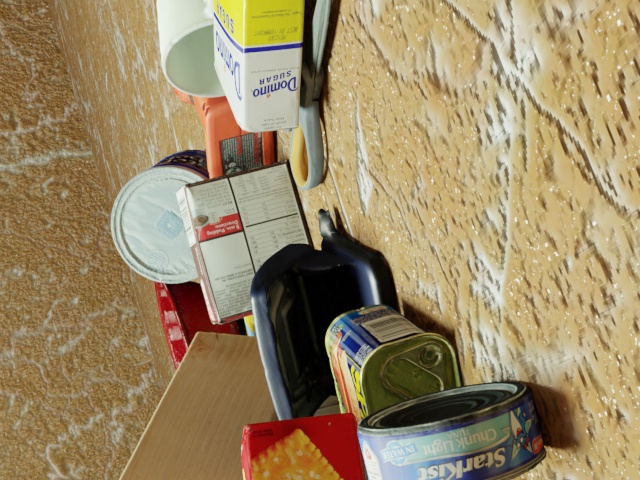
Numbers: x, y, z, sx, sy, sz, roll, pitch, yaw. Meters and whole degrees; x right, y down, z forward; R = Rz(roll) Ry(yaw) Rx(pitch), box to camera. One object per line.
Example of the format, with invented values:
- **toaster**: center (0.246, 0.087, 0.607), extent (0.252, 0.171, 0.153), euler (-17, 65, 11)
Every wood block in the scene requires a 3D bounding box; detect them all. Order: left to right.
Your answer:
- **wood block**: center (-0.075, 0.161, 0.790), extent (0.206, 0.091, 0.090), euler (-69, -20, -62)

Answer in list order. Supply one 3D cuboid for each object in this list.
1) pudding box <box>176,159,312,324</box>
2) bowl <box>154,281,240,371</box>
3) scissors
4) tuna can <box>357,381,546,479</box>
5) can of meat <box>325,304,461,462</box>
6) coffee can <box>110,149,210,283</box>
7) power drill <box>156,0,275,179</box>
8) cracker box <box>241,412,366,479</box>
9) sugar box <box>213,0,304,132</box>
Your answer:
- **pudding box**: center (-0.056, 0.001, 0.845), extent (0.039, 0.090, 0.113), euler (159, 96, -74)
- **bowl**: center (-0.104, 0.100, 0.982), extent (0.162, 0.055, 0.162), euler (164, 90, -76)
- **scissors**: center (-0.014, -0.117, 0.712), extent (0.202, 0.016, 0.096), euler (93, 157, -50)
- **tuna can**: center (0.061, 0.094, 0.508), extent (0.086, 0.086, 0.034), euler (166, 90, -76)
- **can of meat**: center (0.045, 0.094, 0.633), extent (0.084, 0.057, 0.102), euler (-144, 40, -71)
- **coffee can**: center (-0.127, -0.026, 0.980), extent (0.140, 0.103, 0.103), euler (-80, -23, -79)
- **power drill**: center (-0.093, -0.149, 0.899), extent (0.184, 0.057, 0.188), euler (86, 165, -50)
- **cracker box**: center (0.000, 0.227, 0.603), extent (0.164, 0.072, 0.213), euler (88, 175, -60)
- **sugar box**: center (-0.041, -0.165, 0.668), extent (0.093, 0.048, 0.176), euler (-114, 23, -47)
